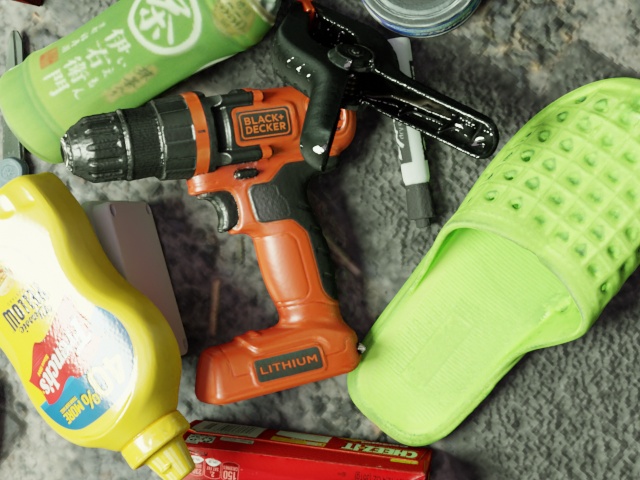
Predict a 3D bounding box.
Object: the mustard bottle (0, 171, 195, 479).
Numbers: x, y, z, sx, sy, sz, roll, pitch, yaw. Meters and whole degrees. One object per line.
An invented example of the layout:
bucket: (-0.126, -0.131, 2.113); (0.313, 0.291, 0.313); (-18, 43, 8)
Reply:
mustard bottle: (-0.136, 0.060, 0.618); (0.096, 0.058, 0.191); (-41, 83, 21)

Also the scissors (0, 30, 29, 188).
scissors: (-0.194, -0.034, 0.727); (0.096, 0.016, 0.202); (17, 95, 12)

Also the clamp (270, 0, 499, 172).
clamp: (0.012, -0.092, 0.627); (0.172, 0.120, 0.039); (46, 131, 40)

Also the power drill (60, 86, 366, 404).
power drill: (-0.054, 0.001, 0.652); (0.184, 0.057, 0.187); (-10, 94, -19)

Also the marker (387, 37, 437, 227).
marker: (0.057, -0.068, 0.681); (0.020, 0.020, 0.121); (-9, 90, 10)

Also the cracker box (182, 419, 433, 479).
cracker box: (-0.020, 0.232, 0.676); (0.164, 0.072, 0.214); (6, 93, 10)

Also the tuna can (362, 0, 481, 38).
tuna can: (0.063, -0.172, 0.670); (0.086, 0.033, 0.086); (0, 92, 10)
